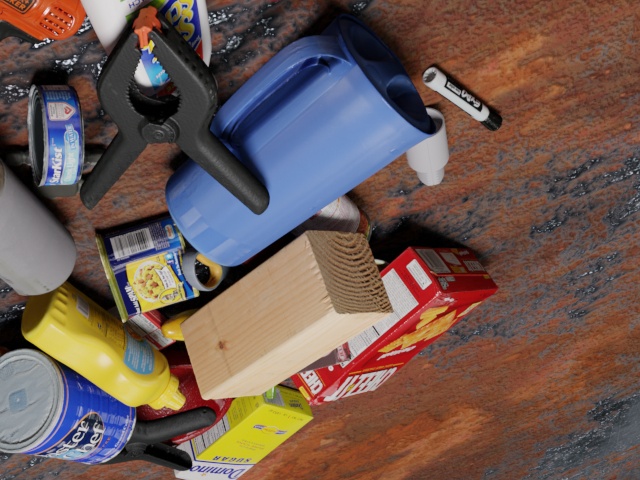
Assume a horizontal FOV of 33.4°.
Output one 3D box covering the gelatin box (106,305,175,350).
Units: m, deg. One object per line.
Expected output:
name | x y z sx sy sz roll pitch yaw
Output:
gelatin box | -0.214 0.103 1.171 0.089 0.030 0.073 -29 139 8

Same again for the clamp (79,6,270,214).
clamp | -0.117 -0.093 0.860 0.164 0.036 0.210 6 138 -3

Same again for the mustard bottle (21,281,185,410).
mustard bottle | -0.213 0.117 1.092 0.058 0.096 0.191 -45 117 10

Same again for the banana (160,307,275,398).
banana | -0.098 0.116 1.216 0.037 0.069 0.197 -2 151 43

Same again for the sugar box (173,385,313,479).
sugar box | -0.103 0.253 1.378 0.093 0.048 0.176 24 121 -41

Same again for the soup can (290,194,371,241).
soup can | -0.001 -0.027 1.091 0.068 0.068 0.102 -34 139 14

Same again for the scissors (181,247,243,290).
scissors | -0.098 0.015 1.124 0.016 0.096 0.201 -1 176 17

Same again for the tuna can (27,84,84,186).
tuna can | -0.225 -0.089 0.905 0.033 0.086 0.086 -4 137 -23

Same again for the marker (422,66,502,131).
marker | 0.145 -0.139 1.069 0.020 0.020 0.120 -42 137 22

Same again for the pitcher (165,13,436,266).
pitcher | -0.031 -0.086 0.968 0.243 0.145 0.149 -37 105 22

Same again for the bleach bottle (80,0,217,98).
bleach bottle | -0.129 -0.177 0.864 0.102 0.068 0.251 -40 149 -15

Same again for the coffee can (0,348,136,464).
coffee can | -0.271 0.175 1.107 0.103 0.103 0.140 -32 154 12

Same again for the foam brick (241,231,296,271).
foam brick | -0.057 0.001 1.103 0.051 0.053 0.078 -30 150 10

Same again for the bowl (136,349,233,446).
bowl | -0.186 0.176 1.246 0.162 0.055 0.162 -13 140 -11

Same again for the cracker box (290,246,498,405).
cracker box | 0.082 0.098 1.228 0.214 0.072 0.163 -43 159 23

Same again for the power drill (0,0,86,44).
power drill | -0.299 -0.164 0.808 0.188 0.057 0.184 -40 137 21

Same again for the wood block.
wood block | -0.038 0.078 1.079 0.090 0.091 0.206 3 150 -47

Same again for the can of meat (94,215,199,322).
can of meat | -0.174 0.027 1.083 0.084 0.057 0.102 -17 140 -9

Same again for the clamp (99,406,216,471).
clamp | -0.203 0.222 1.214 0.171 0.039 0.120 9 130 -31
